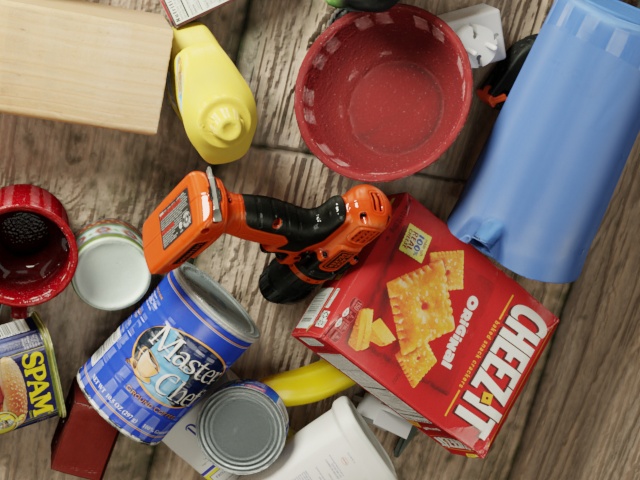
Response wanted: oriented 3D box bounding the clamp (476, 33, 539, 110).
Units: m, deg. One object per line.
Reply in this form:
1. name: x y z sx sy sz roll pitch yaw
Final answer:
1. clamp: 0.235 -0.160 1.016 0.171 0.039 0.120 -31 112 -1

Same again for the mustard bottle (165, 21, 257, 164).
1. mustard bottle: -0.089 -0.114 0.865 0.058 0.192 0.096 -12 113 -10

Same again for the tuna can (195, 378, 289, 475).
1. tuna can: -0.073 0.175 1.008 0.086 0.033 0.086 1 98 5

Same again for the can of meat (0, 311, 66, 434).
1. can of meat: -0.285 0.125 0.969 0.083 0.058 0.102 -17 122 -24

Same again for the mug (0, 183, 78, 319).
1. mug: -0.260 0.011 0.931 0.093 0.081 0.117 0 111 -14

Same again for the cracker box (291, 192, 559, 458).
1. cracker box: 0.105 0.082 1.018 0.213 0.072 0.164 38 73 -18

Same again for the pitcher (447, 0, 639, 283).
1. pitcher: 0.222 -0.095 0.961 0.145 0.149 0.243 15 114 -13

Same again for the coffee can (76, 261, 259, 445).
1. coffee can: -0.140 0.104 0.987 0.102 0.103 0.140 40 97 -24

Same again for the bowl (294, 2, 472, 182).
1. bowl: 0.060 -0.125 0.948 0.162 0.055 0.162 -3 80 19

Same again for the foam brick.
1. foam brick: -0.223 0.181 1.024 0.051 0.053 0.078 17 105 -20

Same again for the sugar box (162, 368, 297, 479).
1. sugar box: -0.073 0.213 1.079 0.093 0.048 0.176 -41 111 3

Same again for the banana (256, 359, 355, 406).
1. banana: 0.020 0.115 1.060 0.197 0.037 0.069 -37 106 -11

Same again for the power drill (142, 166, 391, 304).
1. power drill: -0.056 0.001 0.934 0.187 0.057 0.185 5 148 -35

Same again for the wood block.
1. wood block: -0.232 -0.153 0.870 0.205 0.091 0.090 7 109 -17

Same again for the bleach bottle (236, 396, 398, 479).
1. bleach bottle: -0.053 0.260 1.042 0.251 0.068 0.102 -33 105 4
